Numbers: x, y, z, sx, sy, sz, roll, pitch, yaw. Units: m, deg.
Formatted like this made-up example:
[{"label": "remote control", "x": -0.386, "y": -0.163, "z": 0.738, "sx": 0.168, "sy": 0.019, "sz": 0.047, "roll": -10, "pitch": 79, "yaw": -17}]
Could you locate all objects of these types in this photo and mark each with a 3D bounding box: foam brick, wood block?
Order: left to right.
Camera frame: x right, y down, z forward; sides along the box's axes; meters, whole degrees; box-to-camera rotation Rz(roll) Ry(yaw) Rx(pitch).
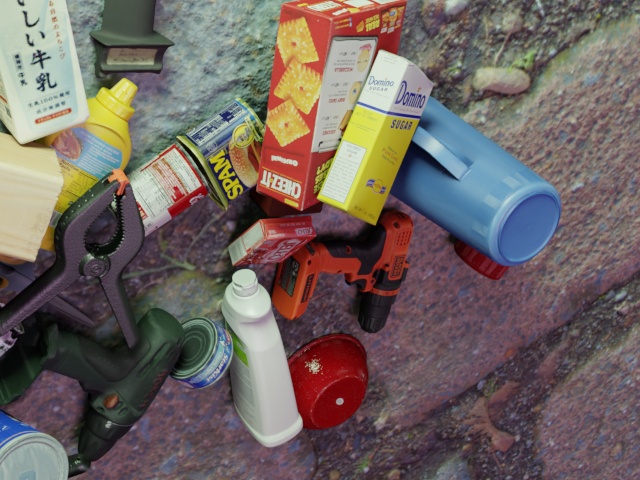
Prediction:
[{"label": "wood block", "x": -0.351, "y": -0.060, "z": 0.971, "sx": 0.205, "sy": 0.091, "sz": 0.090, "roll": 16, "pitch": 109, "yaw": -26}, {"label": "foam brick", "x": -0.037, "y": -0.064, "z": 1.267, "sx": 0.078, "sy": 0.051, "sz": 0.053, "roll": -7, "pitch": 125, "yaw": -33}]

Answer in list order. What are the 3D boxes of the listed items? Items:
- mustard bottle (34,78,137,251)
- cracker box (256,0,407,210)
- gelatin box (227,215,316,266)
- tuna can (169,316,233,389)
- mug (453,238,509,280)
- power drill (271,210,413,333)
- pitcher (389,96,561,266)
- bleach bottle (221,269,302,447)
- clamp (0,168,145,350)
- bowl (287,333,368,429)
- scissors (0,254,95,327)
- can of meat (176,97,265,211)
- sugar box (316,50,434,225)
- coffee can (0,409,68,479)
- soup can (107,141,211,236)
[{"label": "mustard bottle", "x": -0.250, "y": -0.084, "z": 1.088, "sx": 0.096, "sy": 0.058, "sz": 0.192, "roll": 32, "pitch": 99, "yaw": -40}, {"label": "cracker box", "x": 0.011, "y": -0.160, "z": 1.172, "sx": 0.163, "sy": 0.072, "sz": 0.214, "roll": -30, "pitch": 137, "yaw": -52}, {"label": "gelatin box", "x": -0.058, "y": 0.002, "z": 1.284, "sx": 0.073, "sy": 0.030, "sz": 0.089, "roll": -4, "pitch": 161, "yaw": -35}, {"label": "tuna can", "x": -0.151, "y": 0.137, "z": 1.307, "sx": 0.086, "sy": 0.086, "sz": 0.033, "roll": -46, "pitch": 135, "yaw": 1}, {"label": "mug", "x": 0.245, "y": -0.001, "z": 1.509, "sx": 0.082, "sy": 0.093, "sz": 0.117, "roll": -55, "pitch": 172, "yaw": 17}, {"label": "power drill", "x": 0.030, "y": 0.052, "z": 1.402, "sx": 0.187, "sy": 0.057, "sz": 0.184, "roll": -8, "pitch": 122, "yaw": -36}, {"label": "pitcher", "x": 0.163, "y": -0.075, "z": 1.269, "sx": 0.149, "sy": 0.243, "sz": 0.145, "roll": -13, "pitch": 125, "yaw": -30}, {"label": "bleach bottle", "x": -0.079, "y": 0.144, "z": 1.353, "sx": 0.068, "sy": 0.103, "sz": 0.251, "roll": -27, "pitch": 135, "yaw": -25}, {"label": "clamp", "x": -0.231, "y": 0.027, "z": 1.113, "sx": 0.164, "sy": 0.036, "sz": 0.210, "roll": 17, "pitch": 109, "yaw": -36}, {"label": "bowl", "x": 0.011, "y": 0.212, "z": 1.507, "sx": 0.161, "sy": 0.055, "sz": 0.162, "roll": -20, "pitch": 131, "yaw": -25}, {"label": "scissors", "x": -0.305, "y": 0.038, "z": 1.166, "sx": 0.201, "sy": 0.016, "sz": 0.096, "roll": 22, "pitch": 112, "yaw": -44}, {"label": "can of meat", "x": -0.100, "y": -0.097, "z": 1.193, "sx": 0.084, "sy": 0.058, "sz": 0.102, "roll": -37, "pitch": 137, "yaw": -12}, {"label": "sugar box", "x": 0.063, "y": -0.111, "z": 1.178, "sx": 0.176, "sy": 0.048, "sz": 0.093, "roll": -65, "pitch": 155, "yaw": 2}, {"label": "coffee can", "x": -0.358, "y": 0.240, "z": 1.169, "sx": 0.102, "sy": 0.141, "sz": 0.103, "roll": -16, "pitch": 113, "yaw": -44}, {"label": "soup can", "x": -0.180, "y": -0.052, "z": 1.158, "sx": 0.102, "sy": 0.069, "sz": 0.068, "roll": -35, "pitch": 136, "yaw": -9}]
